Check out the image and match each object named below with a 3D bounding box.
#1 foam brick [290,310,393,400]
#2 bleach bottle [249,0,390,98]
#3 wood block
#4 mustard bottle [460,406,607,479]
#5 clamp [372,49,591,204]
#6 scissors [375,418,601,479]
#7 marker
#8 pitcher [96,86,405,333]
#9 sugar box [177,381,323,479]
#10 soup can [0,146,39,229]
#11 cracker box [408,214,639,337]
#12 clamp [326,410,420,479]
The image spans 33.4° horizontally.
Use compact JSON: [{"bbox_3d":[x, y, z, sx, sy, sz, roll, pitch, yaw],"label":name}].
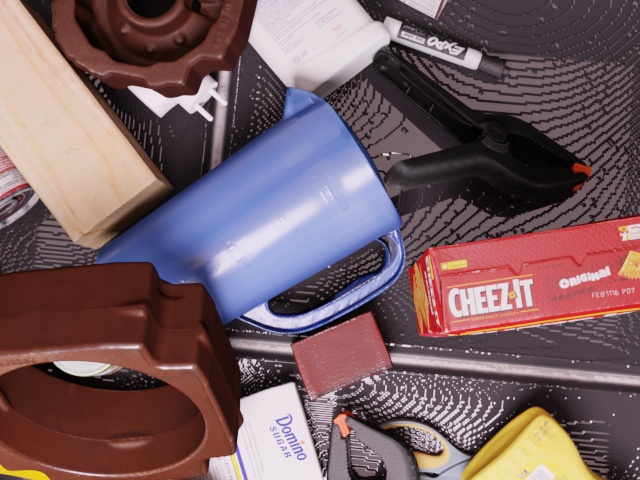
[{"bbox_3d":[0.017,0.099,0.924,0.078,0.053,0.051,-23,86,-2],"label":"foam brick"},{"bbox_3d":[-0.052,-0.245,0.949,0.102,0.068,0.251,-37,84,-1],"label":"bleach bottle"},{"bbox_3d":[-0.230,-0.102,0.925,0.090,0.091,0.206,-38,86,-1],"label":"wood block"},{"bbox_3d":[0.216,0.237,0.899,0.096,0.058,0.191,-45,95,3],"label":"mustard bottle"},{"bbox_3d":[0.136,-0.088,0.918,0.209,0.036,0.164,11,46,-23],"label":"clamp"},{"bbox_3d":[0.135,0.216,0.931,0.202,0.016,0.096,19,88,2],"label":"scissors"},{"bbox_3d":[0.113,-0.172,0.960,0.121,0.020,0.020,21,86,2],"label":"marker"},{"bbox_3d":[-0.056,0.001,0.901,0.243,0.145,0.149,-33,56,2],"label":"pitcher"},{"bbox_3d":[-0.093,0.191,0.923,0.176,0.048,0.093,-16,84,-4],"label":"sugar box"},{"bbox_3d":[-0.302,-0.065,0.935,0.068,0.068,0.102,-37,85,-2],"label":"soup can"},{"bbox_3d":[0.161,0.034,0.846,0.164,0.213,0.072,-9,85,0],"label":"cracker box"},{"bbox_3d":[0.050,0.230,0.906,0.120,0.039,0.171,-37,80,-1],"label":"clamp"}]
